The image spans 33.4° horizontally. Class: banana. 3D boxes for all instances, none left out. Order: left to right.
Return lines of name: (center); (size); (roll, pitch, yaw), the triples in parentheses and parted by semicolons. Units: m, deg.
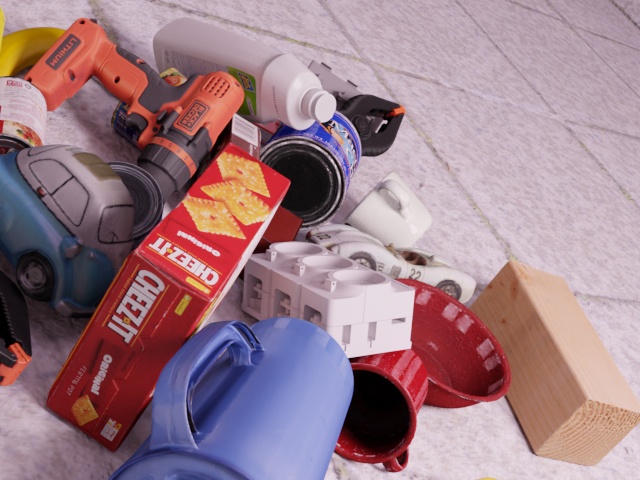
banana: (-0.297, -0.188, 1.091); (0.070, 0.037, 0.197); (28, 29, 16)

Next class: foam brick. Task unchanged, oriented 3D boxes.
foam brick: (-0.057, 0.001, 1.059); (0.051, 0.053, 0.078); (33, 29, -5)

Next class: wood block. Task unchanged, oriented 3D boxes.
wood block: (0.249, 0.130, 1.155); (0.090, 0.090, 0.206); (17, 33, -31)

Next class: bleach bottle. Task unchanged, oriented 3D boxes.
bleach bottle: (-0.077, -0.165, 1.135); (0.068, 0.102, 0.251); (-38, 42, -26)

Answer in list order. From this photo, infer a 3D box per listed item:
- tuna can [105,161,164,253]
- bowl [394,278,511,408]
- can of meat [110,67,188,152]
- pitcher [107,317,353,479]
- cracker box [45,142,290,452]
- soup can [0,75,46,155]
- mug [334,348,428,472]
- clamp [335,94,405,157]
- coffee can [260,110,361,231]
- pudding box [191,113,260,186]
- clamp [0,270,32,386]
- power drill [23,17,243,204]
tuna can: (-0.182, -0.028, 0.948); (0.086, 0.034, 0.086); (6, 59, -10)
bowl: (0.110, 0.114, 1.066); (0.162, 0.055, 0.162); (26, 30, -17)
can of meat: (-0.156, -0.126, 1.120); (0.084, 0.058, 0.101); (39, 48, 12)
pitcher: (-0.054, 0.140, 0.768); (0.145, 0.149, 0.242); (36, 25, 0)
cracker box: (-0.114, 0.036, 0.832); (0.072, 0.164, 0.213); (33, 29, -2)
soup can: (-0.279, -0.093, 0.947); (0.068, 0.069, 0.102); (20, 32, -26)
mug: (0.052, 0.146, 0.937); (0.117, 0.093, 0.081); (66, 23, -9)
clamp: (0.033, -0.140, 1.298); (0.171, 0.039, 0.120); (-39, 105, -40)
coffee can: (-0.014, -0.081, 1.157); (0.103, 0.103, 0.140); (34, 21, -4)
pudding box: (-0.097, -0.063, 1.073); (0.039, 0.090, 0.113); (28, 29, -17)
clamp: (-0.279, 0.019, 0.812); (0.210, 0.036, 0.164); (46, 24, 13)
power drill: (-0.194, -0.122, 1.043); (0.188, 0.057, 0.184); (31, 64, 8)
